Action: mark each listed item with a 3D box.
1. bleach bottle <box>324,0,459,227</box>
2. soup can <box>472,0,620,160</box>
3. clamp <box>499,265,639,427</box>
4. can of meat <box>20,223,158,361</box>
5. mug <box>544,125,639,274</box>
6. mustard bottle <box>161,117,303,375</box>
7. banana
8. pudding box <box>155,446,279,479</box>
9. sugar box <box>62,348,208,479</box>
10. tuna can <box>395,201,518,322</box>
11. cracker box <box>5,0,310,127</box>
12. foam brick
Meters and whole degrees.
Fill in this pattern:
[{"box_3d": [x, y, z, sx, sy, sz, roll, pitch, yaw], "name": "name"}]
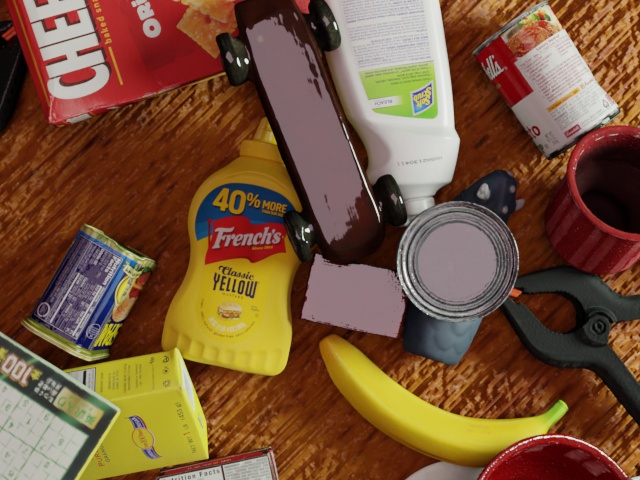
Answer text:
[{"box_3d": [0.046, -0.134, 0.817, 0.102, 0.068, 0.251, -9, 90, 0], "name": "bleach bottle"}, {"box_3d": [0.172, -0.121, 0.813, 0.068, 0.068, 0.102, -35, 89, -1], "name": "soup can"}, {"box_3d": [0.219, 0.060, 0.821, 0.171, 0.039, 0.120, 31, 78, 1], "name": "clamp"}, {"box_3d": [-0.168, 0.038, 0.792, 0.057, 0.102, 0.084, 29, 86, 2], "name": "can of meat"}, {"box_3d": [0.225, -0.032, 0.795, 0.117, 0.081, 0.093, -37, 74, -20], "name": "mug"}, {"box_3d": [-0.055, 0.001, 0.814, 0.096, 0.058, 0.191, 12, 88, 4], "name": "mustard bottle"}, {"box_3d": [0.087, 0.131, 0.821, 0.198, 0.037, 0.069, 17, 70, 0], "name": "banana"}, {"box_3d": [-0.071, 0.222, 0.816, 0.090, 0.039, 0.113, -11, 86, 0], "name": "pudding box"}, {"box_3d": [-0.179, 0.138, 0.792, 0.176, 0.093, 0.048, -13, 43, -1], "name": "sugar box"}, {"box_3d": [0.097, 0.015, 0.764, 0.086, 0.034, 0.086, 0, 92, 2], "name": "tuna can"}, {"box_3d": [-0.125, -0.194, 0.798, 0.213, 0.072, 0.164, -18, 96, -6], "name": "cracker box"}, {"box_3d": [0.027, 0.042, 0.815, 0.078, 0.053, 0.051, 11, 88, 2], "name": "foam brick"}]
